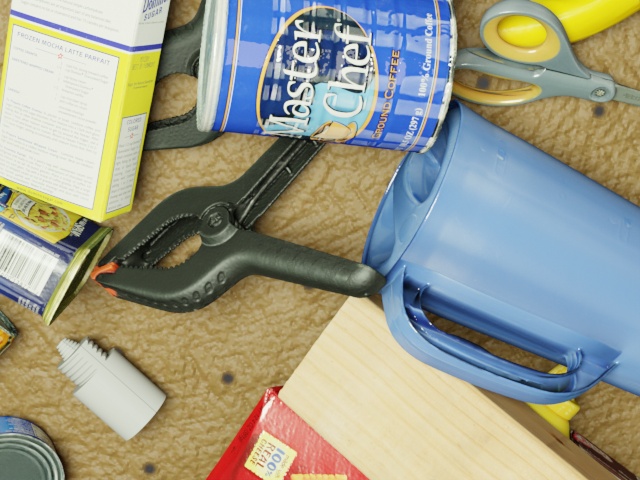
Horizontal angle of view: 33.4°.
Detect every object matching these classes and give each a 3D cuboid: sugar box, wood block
[{"bbox_3d":[-0.152,-0.110,0.676,0.093,0.048,0.176,20,107,16],"label":"sugar box"},{"bbox_3d":[0.087,0.131,0.696,0.206,0.090,0.090,39,99,21],"label":"wood block"}]

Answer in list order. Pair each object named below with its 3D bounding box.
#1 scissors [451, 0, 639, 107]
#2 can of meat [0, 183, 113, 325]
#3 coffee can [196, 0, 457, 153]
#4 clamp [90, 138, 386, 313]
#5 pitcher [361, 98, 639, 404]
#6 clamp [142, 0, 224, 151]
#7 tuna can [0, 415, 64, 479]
[{"bbox_3d":[0.181,-0.115,0.700,0.201,0.016,0.096,3,145,0],"label":"scissors"},{"bbox_3d":[-0.194,0.003,0.705,0.084,0.102,0.057,30,102,-5],"label":"can of meat"},{"bbox_3d":[0.000,-0.110,0.648,0.140,0.103,0.103,5,103,-10],"label":"coffee can"},{"bbox_3d":[-0.055,0.001,0.698,0.210,0.164,0.036,-26,139,13],"label":"clamp"},{"bbox_3d":[0.154,0.026,0.695,0.242,0.145,0.149,25,99,-9],"label":"pitcher"},{"bbox_3d":[-0.074,-0.126,0.706,0.171,0.039,0.120,-30,102,2],"label":"clamp"},{"bbox_3d":[-0.229,0.170,0.763,0.086,0.034,0.086,-8,111,-22],"label":"tuna can"}]
